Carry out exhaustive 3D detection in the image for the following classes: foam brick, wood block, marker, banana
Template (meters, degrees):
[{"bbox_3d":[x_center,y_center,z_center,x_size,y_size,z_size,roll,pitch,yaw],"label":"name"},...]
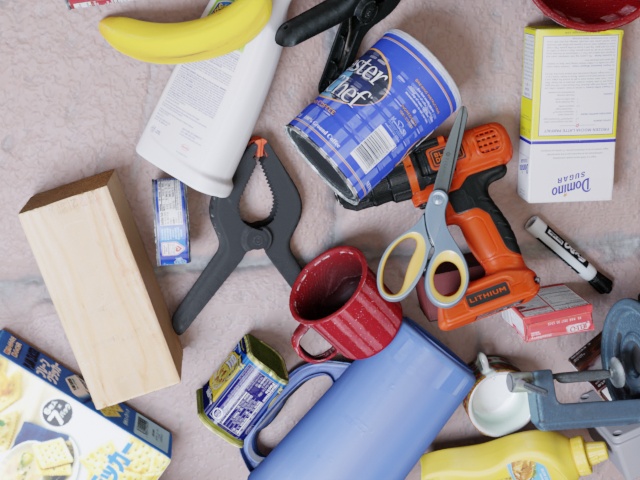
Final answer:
[{"bbox_3d":[0.141,0.048,1.111,0.078,0.053,0.051,-11,105,-4],"label":"foam brick"},{"bbox_3d":[-0.212,0.046,1.049,0.090,0.091,0.206,-18,106,-1],"label":"wood block"},{"bbox_3d":[0.266,0.018,1.136,0.121,0.020,0.020,39,96,-14],"label":"marker"},{"bbox_3d":[-0.121,-0.195,0.982,0.198,0.069,0.037,-10,151,23],"label":"banana"}]

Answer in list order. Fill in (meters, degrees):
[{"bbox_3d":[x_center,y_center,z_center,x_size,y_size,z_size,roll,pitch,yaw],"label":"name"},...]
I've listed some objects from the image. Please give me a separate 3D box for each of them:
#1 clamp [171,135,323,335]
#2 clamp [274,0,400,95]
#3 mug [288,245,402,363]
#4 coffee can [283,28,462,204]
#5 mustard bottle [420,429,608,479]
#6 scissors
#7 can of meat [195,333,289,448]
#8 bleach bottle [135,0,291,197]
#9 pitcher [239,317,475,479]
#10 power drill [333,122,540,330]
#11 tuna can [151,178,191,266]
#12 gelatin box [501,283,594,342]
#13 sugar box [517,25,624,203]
[{"bbox_3d":[-0.057,0.001,1.083,0.164,0.036,0.210,6,101,-17],"label":"clamp"},{"bbox_3d":[0.027,-0.223,1.011,0.039,0.120,0.171,35,95,26],"label":"clamp"},{"bbox_3d":[0.021,0.075,1.064,0.117,0.093,0.081,-48,126,-5],"label":"mug"},{"bbox_3d":[0.050,-0.118,1.020,0.140,0.103,0.102,-43,105,-6],"label":"coffee can"},{"bbox_3d":[0.209,0.244,1.132,0.192,0.058,0.096,-17,129,17],"label":"mustard bottle"},{"bbox_3d":[0.126,-0.022,1.022,0.096,0.016,0.202,31,86,12],"label":"scissors"},{"bbox_3d":[-0.079,0.149,1.086,0.057,0.102,0.084,37,95,-13],"label":"can of meat"},{"bbox_3d":[-0.079,-0.174,1.011,0.103,0.068,0.251,31,99,24],"label":"bleach bottle"},{"bbox_3d":[0.038,0.193,1.105,0.149,0.145,0.243,37,93,-26],"label":"pitcher"},{"bbox_3d":[0.123,-0.010,1.057,0.184,0.057,0.188,-19,79,3],"label":"power drill"},{"bbox_3d":[-0.146,-0.019,1.043,0.033,0.086,0.086,-4,104,-8],"label":"tuna can"},{"bbox_3d":[0.234,0.075,1.110,0.073,0.089,0.030,-10,105,-4],"label":"gelatin box"},{"bbox_3d":[0.252,-0.128,1.085,0.093,0.048,0.176,-1,108,-7],"label":"sugar box"}]
